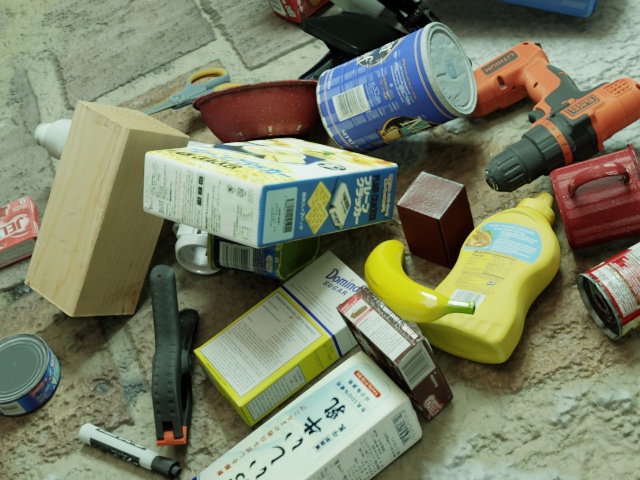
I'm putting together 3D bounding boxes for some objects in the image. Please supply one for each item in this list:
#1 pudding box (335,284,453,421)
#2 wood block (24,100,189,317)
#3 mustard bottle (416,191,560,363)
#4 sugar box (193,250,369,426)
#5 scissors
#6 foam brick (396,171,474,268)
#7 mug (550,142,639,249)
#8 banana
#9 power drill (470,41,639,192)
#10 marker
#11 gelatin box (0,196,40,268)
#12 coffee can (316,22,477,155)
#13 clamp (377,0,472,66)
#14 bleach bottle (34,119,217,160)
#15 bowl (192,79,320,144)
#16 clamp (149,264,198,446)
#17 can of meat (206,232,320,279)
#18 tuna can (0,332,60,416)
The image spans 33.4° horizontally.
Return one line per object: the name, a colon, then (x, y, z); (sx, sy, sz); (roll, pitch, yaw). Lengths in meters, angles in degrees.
pudding box: (0.069, 0.103, 0.971); (0.039, 0.113, 0.090); (-40, 49, -11)
wood block: (-0.227, -0.032, 1.128); (0.090, 0.090, 0.206); (28, 106, 34)
mustard bottle: (0.177, 0.026, 1.032); (0.096, 0.058, 0.191); (12, 56, 40)
sugar box: (-0.029, 0.095, 1.059); (0.176, 0.048, 0.093); (-34, 49, -15)
scissors: (-0.152, -0.165, 1.288); (0.096, 0.016, 0.201); (18, 34, 17)
foam brick: (0.118, -0.021, 1.081); (0.051, 0.078, 0.053); (21, 59, 32)
mug: (0.268, -0.043, 1.024); (0.081, 0.117, 0.093); (-16, 69, 13)
banana: (0.078, 0.040, 1.022); (0.069, 0.037, 0.198); (3, 18, -18)
power drill: (0.222, -0.133, 1.127); (0.184, 0.057, 0.188); (-29, 36, -6)
marker: (-0.185, 0.205, 1.038); (0.121, 0.020, 0.020); (15, 58, 29)
gelatin box: (-0.379, -0.006, 1.275); (0.089, 0.030, 0.073); (-23, 48, 0)
coffee can: (0.081, -0.159, 1.142); (0.141, 0.102, 0.102); (-19, 44, 33)
clamp: (0.117, -0.255, 1.244); (0.164, 0.209, 0.036); (44, 106, -1)
bleach bottle: (-0.219, -0.098, 1.235); (0.251, 0.102, 0.068); (14, 95, 24)
bowl: (-0.063, -0.139, 1.221); (0.162, 0.162, 0.055); (-8, 86, 13)
clamp: (-0.143, 0.120, 1.057); (0.039, 0.120, 0.171); (-5, 71, 12)
can of meat: (-0.057, 0.001, 1.116); (0.084, 0.057, 0.102); (10, 20, 23)
tuna can: (-0.320, 0.142, 1.128); (0.086, 0.033, 0.086); (-10, 49, 12)
